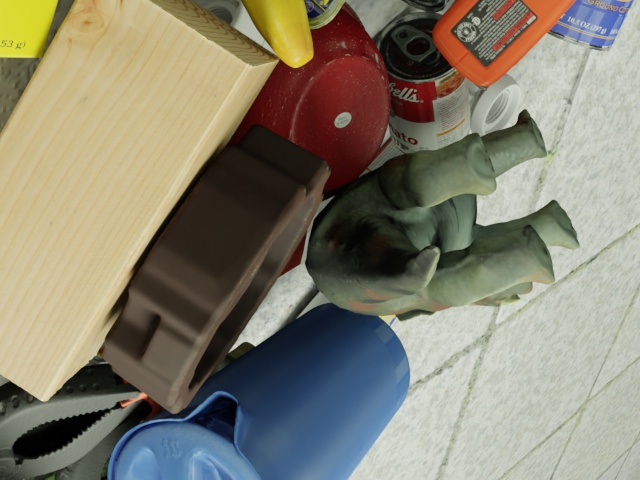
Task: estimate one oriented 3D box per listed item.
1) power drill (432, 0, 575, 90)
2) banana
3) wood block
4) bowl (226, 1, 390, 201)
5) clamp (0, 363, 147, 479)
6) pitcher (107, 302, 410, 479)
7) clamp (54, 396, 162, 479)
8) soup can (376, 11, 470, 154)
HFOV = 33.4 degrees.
[{"bbox_3d":[0.162,-0.189,0.735,0.185,0.057,0.187,-47,178,37],"label":"power drill"},{"bbox_3d":[-0.042,-0.187,0.543,0.037,0.070,0.198,-19,118,-13],"label":"banana"},{"bbox_3d":[-0.119,-0.032,0.567,0.206,0.091,0.090,-57,180,14],"label":"wood block"},{"bbox_3d":[-0.004,-0.085,0.713,0.161,0.055,0.162,-23,125,-37],"label":"bowl"},{"bbox_3d":[-0.208,0.136,0.671,0.209,0.036,0.164,-21,146,-13],"label":"clamp"},{"bbox_3d":[-0.031,0.144,0.769,0.149,0.145,0.242,-27,-176,34],"label":"pitcher"},{"bbox_3d":[-0.155,0.189,0.746,0.171,0.039,0.120,-53,138,-9],"label":"clamp"},{"bbox_3d":[0.082,-0.118,0.831,0.068,0.069,0.102,-44,151,-16],"label":"soup can"}]
